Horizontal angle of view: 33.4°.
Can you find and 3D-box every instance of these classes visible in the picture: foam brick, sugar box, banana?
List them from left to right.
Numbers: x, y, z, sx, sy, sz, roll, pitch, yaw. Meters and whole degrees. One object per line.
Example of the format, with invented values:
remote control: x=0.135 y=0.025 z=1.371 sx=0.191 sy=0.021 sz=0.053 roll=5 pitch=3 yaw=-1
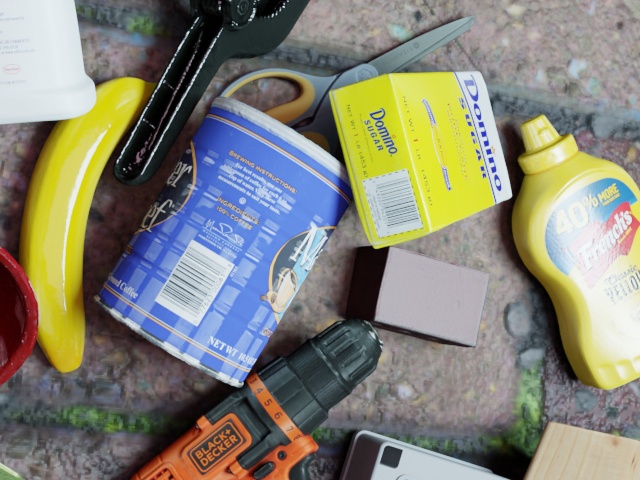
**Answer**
banana: x=-0.144 y=-0.022 z=0.647 sx=0.069 sy=0.037 sz=0.198 roll=23 pitch=81 yaw=-17
foam brick: x=0.064 y=0.037 z=0.708 sx=0.078 sy=0.053 sz=0.051 roll=16 pitch=83 yaw=-18
sugar box: x=0.069 y=-0.056 z=0.661 sx=0.176 sy=0.048 sz=0.093 roll=-21 pitch=97 yaw=-61

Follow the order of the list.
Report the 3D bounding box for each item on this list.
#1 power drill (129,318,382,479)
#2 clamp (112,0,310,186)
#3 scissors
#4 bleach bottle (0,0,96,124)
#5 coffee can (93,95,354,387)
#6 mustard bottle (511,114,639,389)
power drill: x=0.002 y=0.162 z=0.638 sx=0.184 sy=0.057 sz=0.188 roll=-38 pitch=72 yaw=-1
clamp: x=-0.063 y=-0.135 z=0.649 sx=0.209 sy=0.036 sz=0.165 roll=-33 pitch=137 yaw=-43
scissors: x=0.026 y=-0.088 z=0.719 sx=0.201 sy=0.016 sz=0.096 roll=-14 pitch=95 yaw=-18
bleach bottle: x=-0.185 y=-0.190 z=0.568 sx=0.102 sy=0.068 sz=0.251 roll=-4 pitch=108 yaw=-5
coffee can: x=-0.054 y=0.001 z=0.634 sx=0.102 sy=0.103 sz=0.140 roll=32 pitch=86 yaw=-16
mustard bottle: x=0.189 y=0.001 z=0.750 sx=0.096 sy=0.058 sz=0.191 roll=-28 pitch=97 yaw=-13
